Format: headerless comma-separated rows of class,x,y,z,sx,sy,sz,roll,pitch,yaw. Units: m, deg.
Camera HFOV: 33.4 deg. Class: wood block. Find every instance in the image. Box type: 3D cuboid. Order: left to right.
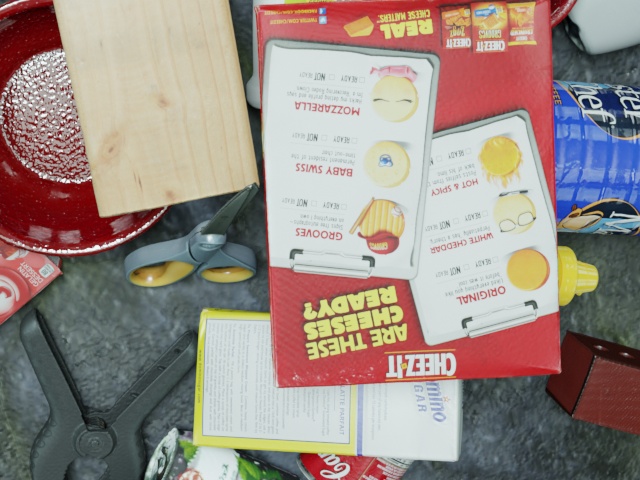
wood block,-0.098,-0.129,0.589,0.090,0.091,0.206,-11,106,-8

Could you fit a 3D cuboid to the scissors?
scissors,-0.054,0.001,0.657,0.096,0.202,0.016,6,72,-34

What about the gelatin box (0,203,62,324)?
gelatin box,-0.224,0.010,0.693,0.073,0.030,0.089,-40,108,2

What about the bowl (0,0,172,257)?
bowl,-0.159,-0.074,0.670,0.162,0.055,0.162,-3,105,-10

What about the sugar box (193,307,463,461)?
sugar box,0.006,0.094,0.709,0.176,0.048,0.093,2,87,10

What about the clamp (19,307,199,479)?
clamp,-0.145,0.127,0.736,0.120,0.039,0.171,3,110,-7

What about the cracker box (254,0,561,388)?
cracker box,0.049,-0.030,0.617,0.164,0.072,0.214,-3,95,0

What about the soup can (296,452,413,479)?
soup can,0.039,0.134,0.757,0.068,0.068,0.102,34,96,-17
